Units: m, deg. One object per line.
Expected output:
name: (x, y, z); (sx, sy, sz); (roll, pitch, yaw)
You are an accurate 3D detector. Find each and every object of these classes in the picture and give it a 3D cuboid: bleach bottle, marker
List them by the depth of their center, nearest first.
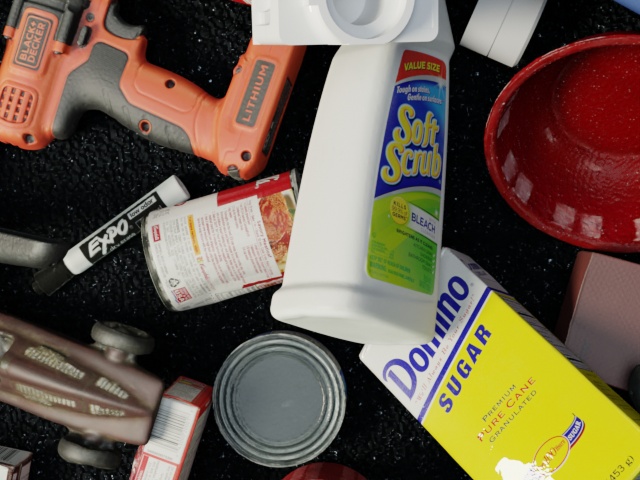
bleach bottle: (0.035, -0.068, 0.643); (0.068, 0.102, 0.251); (-5, 72, 41)
marker: (-0.141, -0.002, 0.708); (0.121, 0.020, 0.020); (-35, 88, 4)

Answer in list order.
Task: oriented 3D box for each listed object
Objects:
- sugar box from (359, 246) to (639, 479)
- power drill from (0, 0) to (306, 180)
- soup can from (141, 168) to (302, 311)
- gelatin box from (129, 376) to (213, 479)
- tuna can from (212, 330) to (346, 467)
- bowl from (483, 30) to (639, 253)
sugar box: (0.111, 0.094, 0.637); (0.176, 0.048, 0.093); (44, 103, 28)
power drill: (-0.107, -0.129, 0.687); (0.187, 0.057, 0.184); (18, 92, 5)
soup can: (-0.054, 0.001, 0.678); (0.102, 0.068, 0.068); (-16, 90, 5)
gelatin box: (-0.098, 0.137, 0.680); (0.030, 0.073, 0.089); (19, 92, 2)
tuna can: (-0.025, 0.101, 0.694); (0.086, 0.033, 0.086); (0, 91, 4)
bowl: (0.183, -0.068, 0.643); (0.162, 0.055, 0.162); (10, 136, 10)
